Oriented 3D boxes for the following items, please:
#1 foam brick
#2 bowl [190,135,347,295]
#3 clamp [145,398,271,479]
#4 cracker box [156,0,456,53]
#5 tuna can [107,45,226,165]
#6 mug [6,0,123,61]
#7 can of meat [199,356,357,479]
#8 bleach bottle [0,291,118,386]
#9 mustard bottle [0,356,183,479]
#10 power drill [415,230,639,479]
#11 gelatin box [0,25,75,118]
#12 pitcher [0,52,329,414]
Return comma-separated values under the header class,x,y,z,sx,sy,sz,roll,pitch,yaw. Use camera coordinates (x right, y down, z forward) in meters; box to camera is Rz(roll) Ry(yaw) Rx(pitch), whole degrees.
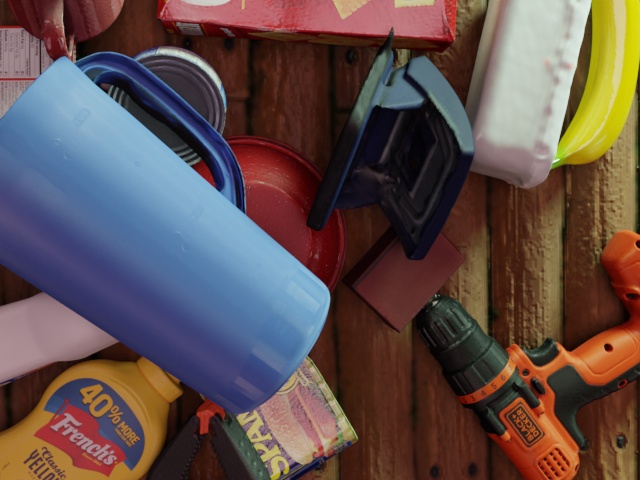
class,x,y,z,sx,sy,sz,roll,pitch,yaw
foam brick,0.063,0.022,0.814,0.051,0.053,0.078,43,88,-8
bowl,-0.055,0.001,0.796,0.162,0.055,0.162,0,93,-8
clamp,-0.071,0.216,0.774,0.164,0.036,0.210,11,108,6
cracker box,-0.005,-0.228,0.774,0.213,0.072,0.164,4,92,-2
tuna can,-0.111,-0.097,0.773,0.086,0.034,0.086,-1,113,-2
mug,-0.174,-0.174,0.712,0.093,0.081,0.117,-6,71,-5
can of meat,-0.032,0.131,0.805,0.084,0.057,0.102,-31,97,-8
bleach bottle,-0.234,0.077,0.750,0.250,0.102,0.068,-20,87,-7
mustard bottle,-0.171,0.145,0.785,0.191,0.058,0.096,-40,89,-5
power drill,0.188,0.076,0.833,0.187,0.057,0.184,-37,101,-2
gelatin box,-0.221,-0.117,0.771,0.089,0.030,0.073,1,93,7
pitcher,-0.111,-0.004,0.702,0.242,0.145,0.149,38,101,-12
